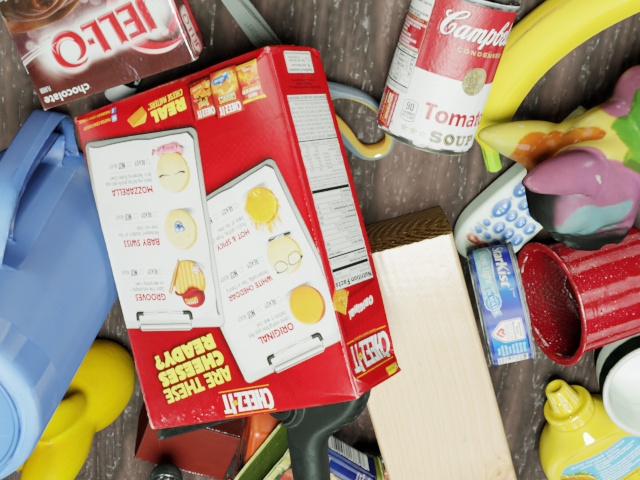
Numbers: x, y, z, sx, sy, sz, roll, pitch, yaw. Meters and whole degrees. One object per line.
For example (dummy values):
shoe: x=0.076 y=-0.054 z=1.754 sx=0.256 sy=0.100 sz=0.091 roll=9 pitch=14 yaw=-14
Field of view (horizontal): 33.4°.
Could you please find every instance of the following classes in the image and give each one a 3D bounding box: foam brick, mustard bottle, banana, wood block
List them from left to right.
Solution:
foam brick: x=-0.106 y=0.150 z=0.863 sx=0.078 sy=0.053 sz=0.051 roll=17 pitch=118 yaw=-14
wood block: x=0.075 y=0.091 z=0.784 sx=0.091 sy=0.090 sz=0.206 roll=-15 pitch=103 yaw=5
banana: x=0.162 y=-0.133 z=0.722 sx=0.069 sy=0.037 sz=0.198 roll=26 pitch=119 yaw=-39
mustard bottle: x=0.240 y=0.186 z=0.903 sx=0.096 sy=0.058 sz=0.191 roll=-31 pitch=118 yaw=13

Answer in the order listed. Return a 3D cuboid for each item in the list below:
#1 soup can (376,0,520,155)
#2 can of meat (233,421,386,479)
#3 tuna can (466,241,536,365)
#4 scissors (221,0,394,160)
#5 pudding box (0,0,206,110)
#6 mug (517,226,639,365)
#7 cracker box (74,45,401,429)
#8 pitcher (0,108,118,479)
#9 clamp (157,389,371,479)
soup can: x=0.082 y=-0.115 z=0.699 sx=0.068 sy=0.068 sz=0.102 roll=12 pitch=112 yaw=-11
can of meat: x=-0.013 y=0.194 z=0.828 sx=0.084 sy=0.057 sz=0.102 roll=33 pitch=107 yaw=-16
tuna can: x=0.129 y=0.046 z=0.767 sx=0.034 sy=0.086 sz=0.086 roll=-12 pitch=121 yaw=7
scissors: x=-0.033 y=-0.101 z=0.715 sx=0.201 sy=0.016 sz=0.096 roll=32 pitch=122 yaw=-34
pudding box: x=-0.141 y=-0.143 z=0.677 sx=0.114 sy=0.039 sz=0.090 roll=-15 pitch=110 yaw=16
mug: x=0.200 y=0.040 z=0.797 sx=0.081 sy=0.093 sz=0.117 roll=-16 pitch=163 yaw=-17
cracker box: x=-0.054 y=0.001 z=0.683 sx=0.164 sy=0.072 sz=0.214 roll=-14 pitch=91 yaw=32
pitcher: x=-0.200 y=0.032 z=0.676 sx=0.145 sy=0.242 sz=0.149 roll=-29 pitch=112 yaw=16
clamp: x=-0.030 y=0.110 z=0.750 sx=0.165 sy=0.036 sz=0.210 roll=29 pitch=115 yaw=21
